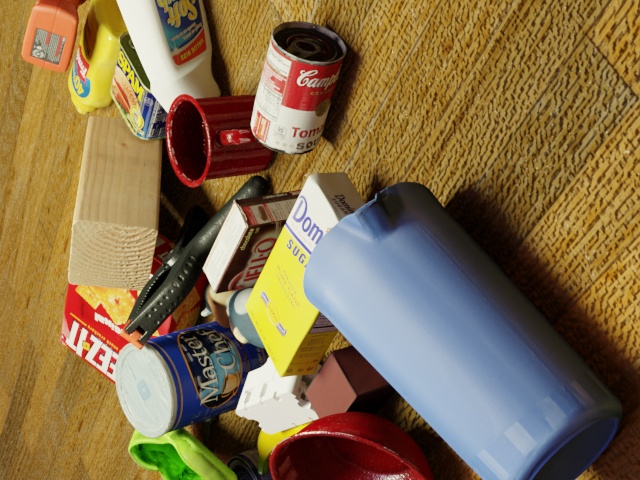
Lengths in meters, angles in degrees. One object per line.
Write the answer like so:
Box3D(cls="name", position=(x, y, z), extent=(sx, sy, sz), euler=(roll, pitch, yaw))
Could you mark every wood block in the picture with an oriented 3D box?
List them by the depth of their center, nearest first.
Box3D(cls="wood block", position=(-0.232, -0.046, 1.220), extent=(0.206, 0.090, 0.091), euler=(-98, 18, -50))

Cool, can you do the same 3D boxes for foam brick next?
Box3D(cls="foam brick", position=(0.029, 0.138, 1.001), extent=(0.051, 0.052, 0.078), euler=(59, 143, 26))

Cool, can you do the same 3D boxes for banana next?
Box3D(cls="banana", position=(-0.015, 0.205, 1.106), extent=(0.198, 0.037, 0.069), euler=(-20, 89, 57))

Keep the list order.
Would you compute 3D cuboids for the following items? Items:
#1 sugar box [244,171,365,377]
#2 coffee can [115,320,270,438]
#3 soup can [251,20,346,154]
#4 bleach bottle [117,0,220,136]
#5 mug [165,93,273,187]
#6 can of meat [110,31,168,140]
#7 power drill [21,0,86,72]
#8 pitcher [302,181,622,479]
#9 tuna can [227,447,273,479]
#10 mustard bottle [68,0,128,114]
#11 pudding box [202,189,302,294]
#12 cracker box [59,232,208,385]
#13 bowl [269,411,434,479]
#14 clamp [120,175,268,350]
Box3D(cls="sugar box", position=(-0.008, 0.033, 0.960), extent=(0.093, 0.048, 0.176), euler=(59, 140, 35))
Box3D(cls="coffee can", position=(-0.135, 0.145, 1.157), extent=(0.103, 0.140, 0.103), euler=(13, 109, 44))
Box3D(cls="soup can", position=(-0.022, -0.137, 0.969), extent=(0.069, 0.068, 0.102), euler=(51, 139, 35))
Box3D(cls="bleach bottle", position=(-0.159, -0.233, 1.133), extent=(0.068, 0.102, 0.251), euler=(-15, 96, 42))
Box3D(cls="mug", position=(-0.093, -0.105, 1.073), extent=(0.117, 0.081, 0.093), euler=(0, 98, 56))
Box3D(cls="can of meat", position=(-0.200, -0.179, 1.237), extent=(0.102, 0.057, 0.084), euler=(59, 145, 26))
Box3D(cls="power drill", position=(-0.296, -0.308, 1.264), extent=(0.185, 0.057, 0.187), euler=(121, 162, -50))
Box3D(cls="pitcher", position=(0.108, 0.082, 0.811), extent=(0.243, 0.148, 0.145), euler=(48, 123, 32))
Box3D(cls="tuna can", position=(-0.073, 0.282, 1.221), extent=(0.086, 0.033, 0.086), euler=(25, 121, 51))
Box3D(cls="mustard bottle", position=(-0.275, -0.222, 1.331), extent=(0.192, 0.058, 0.096), euler=(-54, 47, 50))
Box3D(cls="pudding box", position=(-0.057, 0.001, 1.049), extent=(0.039, 0.089, 0.114), euler=(58, 142, 28))
Box3D(cls="cracker box", position=(-0.235, 0.083, 1.318), extent=(0.164, 0.072, 0.214), euler=(34, 130, 19))
Box3D(cls="bowl", position=(0.038, 0.205, 0.966), extent=(0.162, 0.055, 0.162), euler=(14, 136, 13))
Box3D(cls="clamp", position=(-0.147, 0.024, 1.133), extent=(0.036, 0.209, 0.165), euler=(41, 159, -17))
